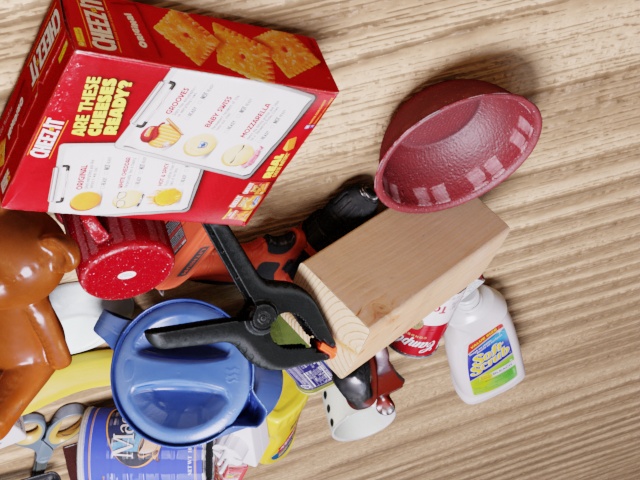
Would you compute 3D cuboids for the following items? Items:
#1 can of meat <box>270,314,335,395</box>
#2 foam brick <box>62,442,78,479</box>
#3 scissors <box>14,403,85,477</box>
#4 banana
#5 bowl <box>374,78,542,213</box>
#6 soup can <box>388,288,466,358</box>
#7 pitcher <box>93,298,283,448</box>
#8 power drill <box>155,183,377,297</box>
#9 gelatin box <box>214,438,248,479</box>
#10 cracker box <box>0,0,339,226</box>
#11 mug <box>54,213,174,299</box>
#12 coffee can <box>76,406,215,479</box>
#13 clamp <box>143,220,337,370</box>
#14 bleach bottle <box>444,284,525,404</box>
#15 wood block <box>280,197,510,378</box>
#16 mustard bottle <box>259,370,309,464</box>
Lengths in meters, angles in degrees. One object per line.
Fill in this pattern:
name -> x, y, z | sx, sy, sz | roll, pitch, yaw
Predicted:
can of meat -> -0.023, 0.102, 1.137 | 0.057, 0.102, 0.084 | -25, 147, 6
foam brick -> -0.266, 0.273, 1.295 | 0.078, 0.053, 0.051 | -14, 148, -14
scissors -> -0.339, 0.246, 1.244 | 0.096, 0.016, 0.202 | 8, 138, -38
banana -> -0.234, 0.149, 1.116 | 0.197, 0.069, 0.037 | 2, -178, -31
bowl -> 0.115, -0.094, 0.963 | 0.162, 0.055, 0.162 | -16, 149, -10
soup can -> 0.111, 0.067, 1.136 | 0.068, 0.068, 0.102 | -5, 135, -27
pitcher -> -0.117, 0.130, 1.063 | 0.145, 0.149, 0.242 | -18, 169, 5
power drill -> -0.057, 0.001, 1.002 | 0.187, 0.057, 0.185 | 13, 132, -42
gelatin box -> -0.118, 0.261, 1.333 | 0.030, 0.089, 0.073 | 1, 142, -21
cracker box -> -0.119, -0.092, 0.805 | 0.213, 0.072, 0.164 | 4, 140, -35
mug -> -0.173, -0.010, 0.887 | 0.093, 0.081, 0.117 | -23, 149, 2
coffee can -> -0.193, 0.239, 1.200 | 0.140, 0.103, 0.103 | 0, 147, 1
clamp -> -0.057, 0.053, 0.922 | 0.171, 0.039, 0.120 | 19, 94, -27
bleach bottle -> 0.195, 0.123, 1.346 | 0.102, 0.068, 0.250 | -25, 147, 4
wood block -> 0.073, 0.029, 1.019 | 0.205, 0.091, 0.090 | -33, 159, -35
mustard bottle -> -0.056, 0.224, 1.322 | 0.058, 0.096, 0.192 | 26, 145, 7
